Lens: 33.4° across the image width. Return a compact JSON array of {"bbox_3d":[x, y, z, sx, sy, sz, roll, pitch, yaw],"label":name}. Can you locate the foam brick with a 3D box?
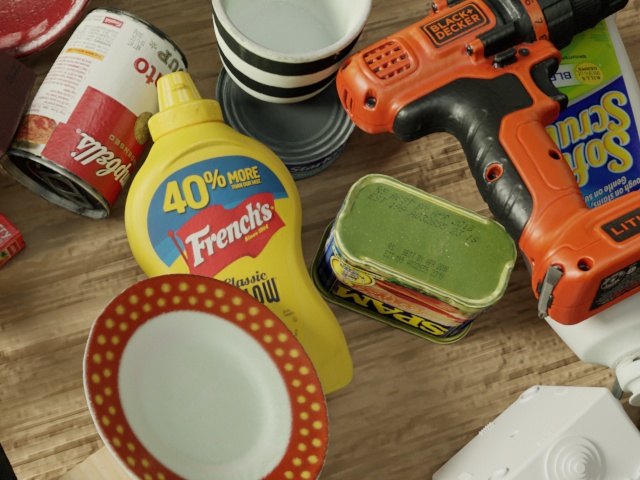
[{"bbox_3d":[-0.196,-0.068,0.577,0.053,0.051,0.078,35,35,-25],"label":"foam brick"}]

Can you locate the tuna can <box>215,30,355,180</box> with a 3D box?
[{"bbox_3d":[-0.021,-0.080,0.640,0.086,0.034,0.086,2,73,-7],"label":"tuna can"}]

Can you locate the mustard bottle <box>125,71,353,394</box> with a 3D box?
[{"bbox_3d":[-0.054,0.001,0.583,0.096,0.058,0.191,-16,86,-16],"label":"mustard bottle"}]

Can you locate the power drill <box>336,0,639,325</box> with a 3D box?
[{"bbox_3d":[0.126,-0.062,0.550,0.184,0.057,0.188,-28,61,-10],"label":"power drill"}]

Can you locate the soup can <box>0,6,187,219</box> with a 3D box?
[{"bbox_3d":[-0.127,-0.072,0.606,0.068,0.068,0.102,26,71,1],"label":"soup can"}]

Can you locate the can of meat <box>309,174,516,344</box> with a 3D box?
[{"bbox_3d":[0.051,0.011,0.595,0.102,0.084,0.057,22,72,-1],"label":"can of meat"}]
